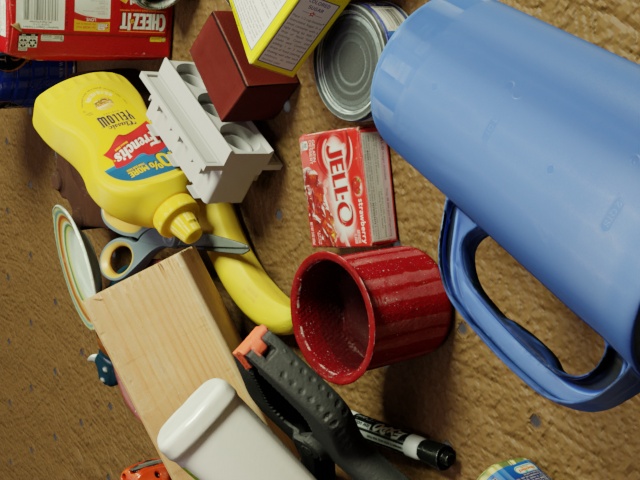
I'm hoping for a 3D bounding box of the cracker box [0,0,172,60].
[{"bbox_3d":[-0.266,-0.223,1.030,0.214,0.163,0.072,24,114,48],"label":"cracker box"}]

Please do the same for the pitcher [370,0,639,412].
[{"bbox_3d":[0.128,-0.035,0.574,0.243,0.149,0.145,44,148,44],"label":"pitcher"}]

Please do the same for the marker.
[{"bbox_3d":[0.056,0.149,0.803,0.121,0.020,0.020,9,105,52],"label":"marker"}]

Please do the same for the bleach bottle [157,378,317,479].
[{"bbox_3d":[-0.008,0.209,0.783,0.251,0.068,0.103,45,169,-5],"label":"bleach bottle"}]

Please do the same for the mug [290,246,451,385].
[{"bbox_3d":[0.034,0.057,0.760,0.093,0.081,0.117,51,134,33],"label":"mug"}]

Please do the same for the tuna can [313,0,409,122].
[{"bbox_3d":[0.032,-0.127,0.762,0.086,0.033,0.086,16,110,51],"label":"tuna can"}]

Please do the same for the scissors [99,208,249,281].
[{"bbox_3d":[-0.141,0.013,0.958,0.202,0.016,0.096,28,103,41],"label":"scissors"}]

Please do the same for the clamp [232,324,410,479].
[{"bbox_3d":[0.010,0.145,0.776,0.165,0.036,0.210,13,143,46],"label":"clamp"}]

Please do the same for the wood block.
[{"bbox_3d":[-0.103,0.118,0.880,0.206,0.091,0.090,64,-177,-3],"label":"wood block"}]

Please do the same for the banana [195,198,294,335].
[{"bbox_3d":[-0.063,0.018,0.921,0.198,0.037,0.070,51,123,33],"label":"banana"}]

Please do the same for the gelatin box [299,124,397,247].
[{"bbox_3d":[0.020,-0.040,0.801,0.073,0.030,0.089,-1,97,53],"label":"gelatin box"}]

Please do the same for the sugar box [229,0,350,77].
[{"bbox_3d":[0.002,-0.209,0.742,0.176,0.048,0.093,-46,46,34],"label":"sugar box"}]

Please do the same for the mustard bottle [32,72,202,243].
[{"bbox_3d":[-0.164,-0.067,0.934,0.192,0.096,0.058,48,138,24],"label":"mustard bottle"}]

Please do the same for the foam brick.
[{"bbox_3d":[-0.063,-0.142,0.870,0.051,0.052,0.078,-49,58,46],"label":"foam brick"}]

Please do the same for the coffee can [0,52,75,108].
[{"bbox_3d":[-0.355,-0.195,1.174,0.103,0.140,0.103,15,110,51],"label":"coffee can"}]
